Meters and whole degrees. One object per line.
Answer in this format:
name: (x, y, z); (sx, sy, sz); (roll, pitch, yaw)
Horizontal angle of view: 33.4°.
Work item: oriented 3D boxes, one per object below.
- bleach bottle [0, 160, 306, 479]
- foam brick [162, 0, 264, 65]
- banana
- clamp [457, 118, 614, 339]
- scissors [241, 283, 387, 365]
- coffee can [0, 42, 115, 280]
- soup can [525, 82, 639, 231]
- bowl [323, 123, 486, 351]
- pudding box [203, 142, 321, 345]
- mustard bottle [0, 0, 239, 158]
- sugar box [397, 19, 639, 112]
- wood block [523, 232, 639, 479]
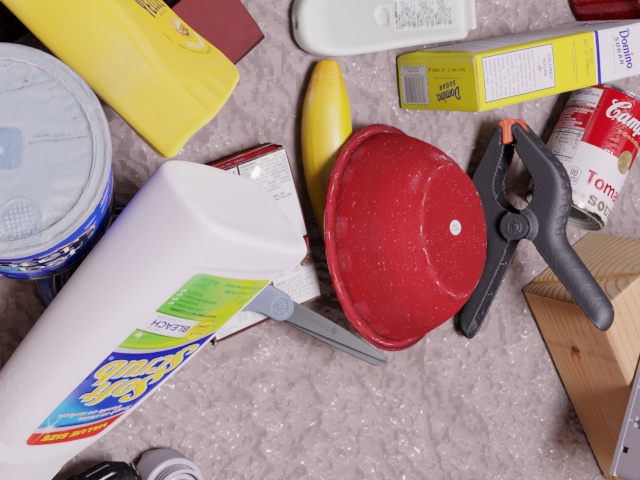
bleach bottle: (-0.124, 0.067, 0.614); (0.251, 0.068, 0.102); (-47, 151, 19)
foam brick: (-0.083, -0.128, 0.652); (0.053, 0.078, 0.051); (-46, 118, -18)
banana: (0.022, -0.027, 0.757); (0.069, 0.037, 0.198); (-49, 123, -45)
clamp: (0.146, -0.004, 0.813); (0.039, 0.120, 0.171); (2, 74, -65)
scissors: (-0.046, 0.052, 0.690); (0.096, 0.016, 0.201); (-48, 115, -12)
coffee can: (-0.161, -0.035, 0.563); (0.102, 0.140, 0.103); (1, 84, -10)
soup can: (0.213, -0.067, 0.845); (0.068, 0.069, 0.102); (30, 82, -31)
bowl: (0.070, -0.004, 0.740); (0.161, 0.055, 0.162); (10, 77, -53)
pudding box: (-0.055, 0.001, 0.711); (0.089, 0.039, 0.113); (-22, 106, -25)
mustard bottle: (-0.128, -0.130, 0.549); (0.191, 0.096, 0.058); (43, 110, -13)
sugar box: (0.153, -0.130, 0.785); (0.175, 0.093, 0.048); (-13, 105, -29)
wood block: (0.262, 0.107, 0.886); (0.090, 0.091, 0.206); (-37, 114, -22)
